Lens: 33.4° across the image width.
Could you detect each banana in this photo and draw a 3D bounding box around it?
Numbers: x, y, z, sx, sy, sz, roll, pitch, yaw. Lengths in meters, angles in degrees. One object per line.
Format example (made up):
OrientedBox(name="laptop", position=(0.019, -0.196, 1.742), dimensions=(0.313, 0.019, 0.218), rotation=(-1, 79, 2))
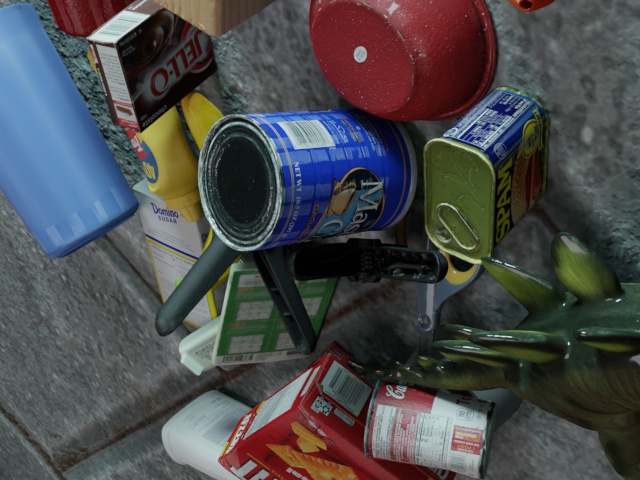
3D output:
OrientedBox(name="banana", position=(-0.097, -0.041, 0.993), dimensions=(0.037, 0.069, 0.198), rotation=(-136, 46, -61))

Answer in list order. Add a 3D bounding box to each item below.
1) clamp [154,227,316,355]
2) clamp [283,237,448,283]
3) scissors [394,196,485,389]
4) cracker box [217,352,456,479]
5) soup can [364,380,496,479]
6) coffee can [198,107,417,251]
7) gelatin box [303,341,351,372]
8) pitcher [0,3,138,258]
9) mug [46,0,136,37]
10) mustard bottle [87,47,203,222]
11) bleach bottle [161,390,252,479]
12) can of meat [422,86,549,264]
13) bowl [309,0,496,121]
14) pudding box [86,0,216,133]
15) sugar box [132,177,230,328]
OrientedBox(name="clamp", position=(-0.056, 0.001, 0.961), dimensions=(0.164, 0.210, 0.036), rotation=(20, 164, -36))
OrientedBox(name="clamp", position=(0.045, 0.017, 0.852), dimensions=(0.120, 0.171, 0.039), rotation=(7, 95, 10))
OrientedBox(name="scissors", position=(0.106, 0.061, 0.902), dimensions=(0.096, 0.016, 0.202), rotation=(3, 108, 42))
OrientedBox(name="cracker box", position=(0.012, 0.215, 1.048), dimensions=(0.164, 0.072, 0.214), rotation=(38, 144, -6))
OrientedBox(name="soup can", position=(0.094, 0.162, 0.911), dimensions=(0.102, 0.068, 0.068), rotation=(9, 134, 14))
OrientedBox(name="coffee can", position=(-0.009, -0.050, 0.831), dimensions=(0.103, 0.140, 0.103), rotation=(12, 106, 47))
OrientedBox(name="gelatin box", position=(-0.008, 0.157, 1.123), dimensions=(0.030, 0.073, 0.089), rotation=(38, 146, 14))
OrientedBox(name="pitcher", position=(-0.291, -0.109, 1.102), dimensions=(0.145, 0.149, 0.243), rotation=(-27, 96, 46))
OrientedBox(name="mug", position=(-0.194, -0.235, 0.937), dimensions=(0.117, 0.093, 0.081), rotation=(-6, 133, 7))
OrientedBox(name="mustard bottle", position=(-0.157, -0.104, 1.021), dimensions=(0.096, 0.058, 0.191), rotation=(31, 146, 63))
OrientedBox(name="bleach bottle", position=(-0.077, 0.255, 1.250), dimensions=(0.251, 0.102, 0.068), rotation=(17, 136, 48))
OrientedBox(name="can of meat", position=(0.121, -0.048, 0.768), dimensions=(0.058, 0.083, 0.102), rotation=(24, 139, 30))
OrientedBox(name="bowl", position=(0.046, -0.146, 0.780), dimensions=(0.162, 0.055, 0.162), rotation=(29, 141, 26))
OrientedBox(name="pudding box", position=(-0.142, -0.161, 0.919), dimensions=(0.039, 0.113, 0.090), rotation=(18, 137, 31))
OrientedBox(name="sugar box", position=(-0.141, 0.016, 1.155), dimensions=(0.093, 0.048, 0.176), rotation=(23, 135, 31))
